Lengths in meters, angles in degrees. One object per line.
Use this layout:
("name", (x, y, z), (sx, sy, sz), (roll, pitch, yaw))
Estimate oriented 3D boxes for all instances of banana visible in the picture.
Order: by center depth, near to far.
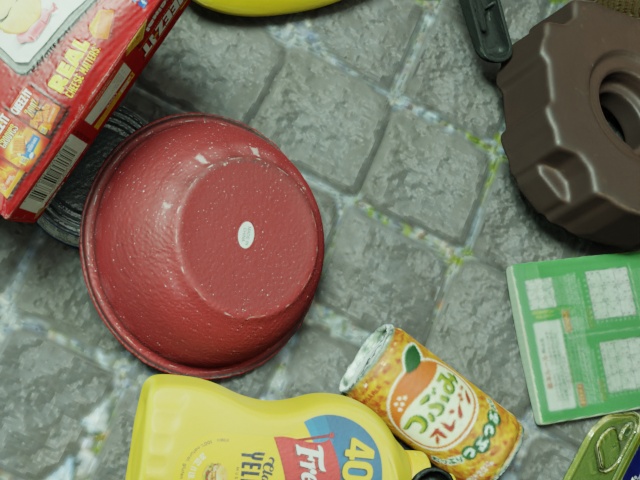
("banana", (-0.021, -0.181, 0.703), (0.197, 0.070, 0.037), (-8, 45, -27))

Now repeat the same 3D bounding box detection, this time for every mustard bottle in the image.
("mustard bottle", (-0.013, 0.135, 0.614), (0.191, 0.058, 0.096), (9, 90, -15))

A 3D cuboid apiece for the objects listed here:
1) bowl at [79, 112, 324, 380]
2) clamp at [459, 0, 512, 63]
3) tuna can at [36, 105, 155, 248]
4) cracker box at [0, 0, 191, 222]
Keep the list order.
("bowl", (-0.054, 0.001, 0.620), (0.161, 0.055, 0.162), (4, 83, -32))
("clamp", (0.091, -0.231, 0.725), (0.036, 0.165, 0.210), (-11, 41, -27))
("tuna can", (-0.136, -0.038, 0.640), (0.086, 0.034, 0.086), (5, 74, -17))
("cracker box", (-0.193, -0.134, 0.550), (0.213, 0.072, 0.164), (34, 88, 1))
